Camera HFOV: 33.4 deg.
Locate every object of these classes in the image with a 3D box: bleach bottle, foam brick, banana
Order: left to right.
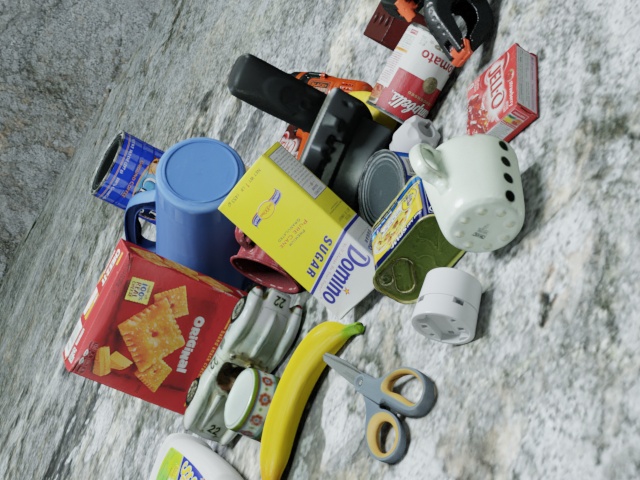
[{"bbox_3d":[-0.120,0.284,1.182,0.251,0.068,0.102,-1,67,64],"label":"bleach bottle"},{"bbox_3d":[-0.022,0.161,1.125,0.198,0.037,0.070,-63,21,3],"label":"banana"},{"bbox_3d":[0.095,-0.259,1.310,0.053,0.051,0.078,-61,21,7],"label":"foam brick"}]

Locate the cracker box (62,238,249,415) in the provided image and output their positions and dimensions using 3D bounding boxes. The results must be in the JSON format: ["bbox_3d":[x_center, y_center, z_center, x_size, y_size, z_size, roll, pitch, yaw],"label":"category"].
[{"bbox_3d":[-0.180,0.116,1.299,0.164,0.213,0.072,-62,23,6],"label":"cracker box"}]

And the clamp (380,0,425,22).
[{"bbox_3d":[0.126,-0.316,1.235,0.165,0.036,0.210,-31,22,27],"label":"clamp"}]

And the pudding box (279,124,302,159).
[{"bbox_3d":[-0.037,-0.108,1.462,0.090,0.039,0.114,-62,22,2],"label":"pudding box"}]

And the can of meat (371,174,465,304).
[{"bbox_3d":[0.092,-0.004,1.022,0.102,0.057,0.084,-52,22,27],"label":"can of meat"}]

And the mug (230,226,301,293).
[{"bbox_3d":[-0.058,0.002,1.291,0.093,0.117,0.081,4,63,46],"label":"mug"}]

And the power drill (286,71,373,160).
[{"bbox_3d":[-0.032,-0.129,1.372,0.185,0.057,0.187,13,81,42],"label":"power drill"}]

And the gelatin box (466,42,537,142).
[{"bbox_3d":[0.172,-0.134,1.019,0.073,0.030,0.089,-42,30,44],"label":"gelatin box"}]

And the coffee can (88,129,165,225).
[{"bbox_3d":[-0.243,-0.081,1.519,0.103,0.140,0.103,-48,26,33],"label":"coffee can"}]

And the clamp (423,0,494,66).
[{"bbox_3d":[0.137,-0.267,1.140,0.039,0.120,0.171,118,163,-57],"label":"clamp"}]

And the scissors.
[{"bbox_3d":[0.040,0.154,1.001,0.202,0.016,0.096,-7,62,61],"label":"scissors"}]

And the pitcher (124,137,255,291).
[{"bbox_3d":[-0.159,-0.024,1.353,0.145,0.149,0.243,55,160,23],"label":"pitcher"}]

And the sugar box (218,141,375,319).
[{"bbox_3d":[-0.012,-0.008,1.104,0.093,0.176,0.048,-48,-1,37],"label":"sugar box"}]

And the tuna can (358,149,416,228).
[{"bbox_3d":[0.076,-0.050,1.106,0.086,0.033,0.086,-13,75,59],"label":"tuna can"}]

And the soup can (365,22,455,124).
[{"bbox_3d":[0.104,-0.180,1.178,0.102,0.068,0.068,-60,21,8],"label":"soup can"}]
